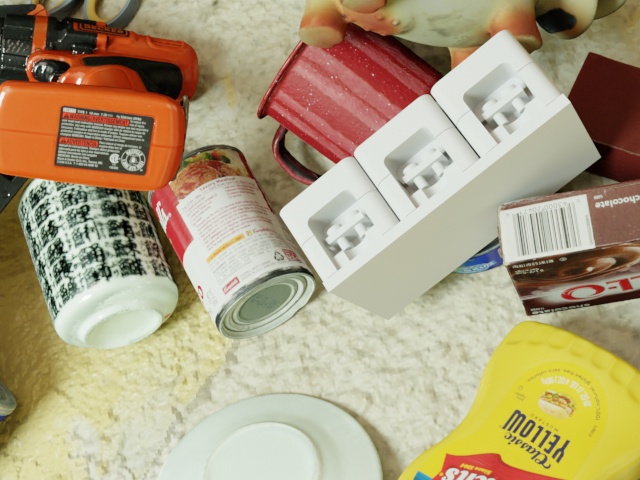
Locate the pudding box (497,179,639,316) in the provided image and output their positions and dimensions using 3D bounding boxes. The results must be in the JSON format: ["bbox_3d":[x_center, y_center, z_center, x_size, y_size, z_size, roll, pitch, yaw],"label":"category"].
[{"bbox_3d":[0.157,0.004,0.569,0.114,0.090,0.039,-8,65,16],"label":"pudding box"}]

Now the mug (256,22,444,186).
[{"bbox_3d":[0.015,-0.079,0.649,0.081,0.093,0.117,36,120,0],"label":"mug"}]

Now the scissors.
[{"bbox_3d":[-0.135,-0.232,0.803,0.201,0.016,0.096,-47,64,-3],"label":"scissors"}]

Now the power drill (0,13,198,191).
[{"bbox_3d":[-0.158,-0.094,0.649,0.184,0.057,0.188,4,25,-15],"label":"power drill"}]

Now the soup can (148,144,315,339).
[{"bbox_3d":[-0.054,0.001,0.655,0.068,0.068,0.102,-33,63,4],"label":"soup can"}]

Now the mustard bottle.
[{"bbox_3d":[0.089,0.133,0.532,0.096,0.058,0.191,30,65,27],"label":"mustard bottle"}]
